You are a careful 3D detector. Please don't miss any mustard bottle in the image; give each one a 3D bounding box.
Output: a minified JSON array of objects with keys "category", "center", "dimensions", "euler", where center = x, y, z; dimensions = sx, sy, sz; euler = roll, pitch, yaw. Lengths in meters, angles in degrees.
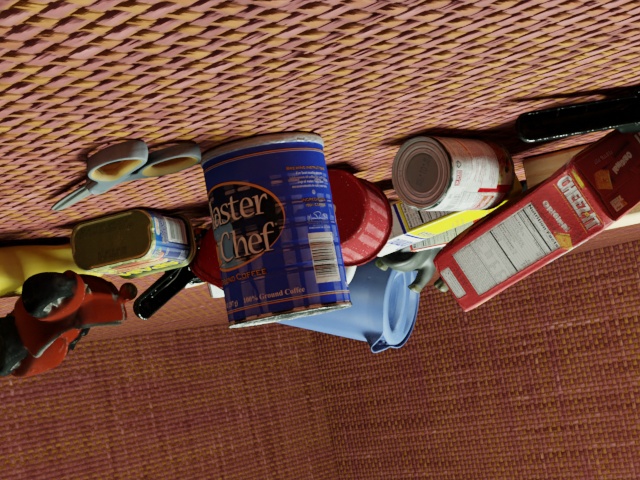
[{"category":"mustard bottle","center":[-0.314,0.033,1.157],"dimensions":[0.191,0.058,0.096],"euler":[-4,167,-45]}]

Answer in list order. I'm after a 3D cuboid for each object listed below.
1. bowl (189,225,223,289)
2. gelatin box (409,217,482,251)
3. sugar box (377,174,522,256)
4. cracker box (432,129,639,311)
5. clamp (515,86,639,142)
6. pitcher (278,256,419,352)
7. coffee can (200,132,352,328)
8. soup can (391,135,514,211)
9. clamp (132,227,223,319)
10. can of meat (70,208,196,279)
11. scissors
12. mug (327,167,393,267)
[{"category":"bowl","center":[-0.057,0.001,1.130],"dimensions":[0.162,0.055,0.162],"euler":[2,-159,-1]},{"category":"gelatin box","center":[0.143,-0.030,1.254],"dimensions":[0.089,0.073,0.030],"euler":[-12,174,16]},{"category":"sugar box","center":[0.134,-0.034,1.187],"dimensions":[0.176,0.048,0.093],"euler":[-24,170,7]},{"category":"cracker box","center":[0.230,-0.030,1.032],"dimensions":[0.163,0.072,0.214],"euler":[-31,174,-40]},{"category":"clamp","center":[0.283,-0.115,0.884],"dimensions":[0.209,0.036,0.165],"euler":[-7,174,-45]},{"category":"pitcher","center":[0.018,0.067,1.567],"dimensions":[0.243,0.145,0.149],"euler":[7,-165,26]},{"category":"coffee can","center":[-0.036,-0.007,0.867],"dimensions":[0.103,0.140,0.103],"euler":[-10,174,-1]},{"category":"soup can","center":[0.121,-0.061,0.972],"dimensions":[0.069,0.068,0.102],"euler":[-16,171,42]},{"category":"clamp","center":[-0.131,0.030,1.184],"dimensions":[0.120,0.039,0.171],"euler":[-5,-152,12]},{"category":"can of meat","center":[-0.193,0.003,1.098],"dimensions":[0.102,0.057,0.083],"euler":[-13,170,21]},{"category":"scissors","center":[-0.157,-0.050,0.858],"dimensions":[0.096,0.016,0.202],"euler":[-8,174,-21]},{"category":"mug","center":[0.006,-0.026,1.047],"dimensions":[0.117,0.093,0.081],"euler":[8,174,17]}]
